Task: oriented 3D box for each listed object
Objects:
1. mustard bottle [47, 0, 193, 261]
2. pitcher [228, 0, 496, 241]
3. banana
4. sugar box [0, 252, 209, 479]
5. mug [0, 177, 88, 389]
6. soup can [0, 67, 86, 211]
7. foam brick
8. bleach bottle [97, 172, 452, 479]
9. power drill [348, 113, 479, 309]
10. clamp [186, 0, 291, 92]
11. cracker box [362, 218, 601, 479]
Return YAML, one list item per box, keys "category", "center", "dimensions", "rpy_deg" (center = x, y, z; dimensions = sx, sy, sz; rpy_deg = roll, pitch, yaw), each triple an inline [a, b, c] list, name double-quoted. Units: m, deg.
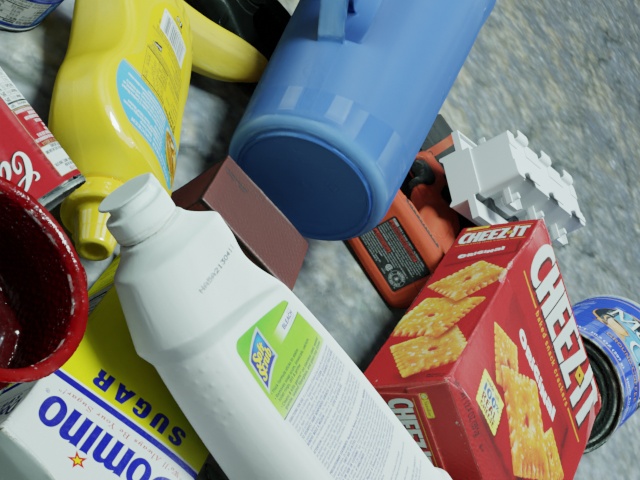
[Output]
- category: "mustard bottle"
  center: [-0.111, -0.068, 0.591]
  dimensions: [0.096, 0.058, 0.191]
  rpy_deg: [68, 17, -48]
- category: "pitcher"
  center: [0.028, -0.126, 0.724]
  dimensions: [0.149, 0.145, 0.242]
  rpy_deg: [39, 50, -17]
- category: "banana"
  center: [-0.108, -0.168, 0.688]
  dimensions: [0.197, 0.069, 0.037]
  rpy_deg: [55, -6, -26]
- category: "sugar box"
  center: [-0.091, 0.072, 0.520]
  dimensions: [0.093, 0.048, 0.176]
  rpy_deg: [51, 30, -16]
- category: "mug"
  center: [-0.149, 0.028, 0.441]
  dimensions: [0.117, 0.082, 0.093]
  rpy_deg: [-12, 73, -57]
- category: "soup can"
  center: [-0.167, -0.049, 0.495]
  dimensions: [0.102, 0.069, 0.068]
  rpy_deg: [54, 32, -7]
- category: "foam brick"
  center: [-0.054, 0.001, 0.629]
  dimensions: [0.078, 0.051, 0.053]
  rpy_deg: [48, 32, -17]
- category: "bleach bottle"
  center: [-0.021, 0.071, 0.523]
  dimensions: [0.250, 0.068, 0.102]
  rpy_deg: [57, 31, -22]
- category: "power drill"
  center: [0.075, -0.041, 0.841]
  dimensions: [0.184, 0.057, 0.187]
  rpy_deg: [56, 31, -5]
- category: "clamp"
  center: [-0.063, -0.181, 0.786]
  dimensions: [0.210, 0.036, 0.164]
  rpy_deg: [50, 34, -18]
- category: "cracker box"
  center: [0.114, 0.104, 0.701]
  dimensions: [0.213, 0.072, 0.164]
  rpy_deg: [-46, 121, -52]
